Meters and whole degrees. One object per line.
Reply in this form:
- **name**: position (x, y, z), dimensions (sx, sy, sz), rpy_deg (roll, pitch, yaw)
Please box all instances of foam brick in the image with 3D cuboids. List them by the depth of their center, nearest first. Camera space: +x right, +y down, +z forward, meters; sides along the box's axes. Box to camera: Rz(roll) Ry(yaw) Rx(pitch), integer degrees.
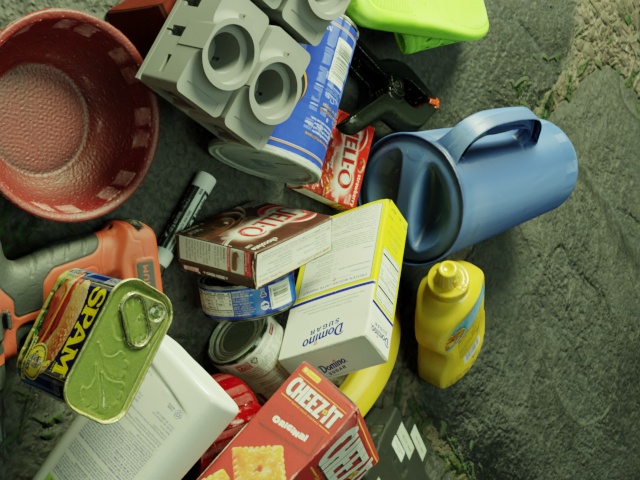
- **foam brick**: position (-0.126, -0.178, 0.877), dimensions (0.051, 0.078, 0.053), rpy_deg (-43, 122, -32)

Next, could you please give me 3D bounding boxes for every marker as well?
- **marker**: position (-0.126, -0.006, 0.928), dimensions (0.020, 0.020, 0.121), rpy_deg (41, 66, -36)

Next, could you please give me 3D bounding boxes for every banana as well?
- **banana**: position (0.031, 0.142, 1.070), dimensions (0.197, 0.037, 0.069), rpy_deg (-43, 116, -32)

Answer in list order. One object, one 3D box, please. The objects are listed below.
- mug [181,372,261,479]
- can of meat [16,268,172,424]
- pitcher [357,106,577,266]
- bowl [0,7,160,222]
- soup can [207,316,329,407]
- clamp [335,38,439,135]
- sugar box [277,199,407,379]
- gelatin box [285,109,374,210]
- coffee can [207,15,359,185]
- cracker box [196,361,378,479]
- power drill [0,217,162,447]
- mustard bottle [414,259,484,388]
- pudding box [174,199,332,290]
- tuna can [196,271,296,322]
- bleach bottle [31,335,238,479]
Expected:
- **mug**: position (-0.096, 0.158, 0.909), dimensions (0.081, 0.117, 0.093), rpy_deg (-14, 79, -46)
- **can of meat**: position (-0.167, 0.073, 0.778), dimensions (0.057, 0.084, 0.102), rpy_deg (36, 73, -39)
- **pitcher**: position (0.169, -0.068, 1.113), dimensions (0.242, 0.149, 0.145), rpy_deg (-17, 104, -44)
- **bowl**: position (-0.206, -0.095, 0.824), dimensions (0.161, 0.055, 0.162), rpy_deg (-3, 94, -42)
- **soup can**: position (-0.047, 0.114, 0.977), dimensions (0.102, 0.069, 0.068), rpy_deg (48, 62, -33)
- **clamp**: position (0.061, -0.140, 1.058), dimensions (0.171, 0.039, 0.120), rpy_deg (20, 63, -43)
- **sugar box**: position (0.024, 0.045, 0.974), dimensions (0.048, 0.093, 0.176), rpy_deg (50, 35, -34)
- **gelatin box**: position (0.011, -0.082, 1.040), dimensions (0.073, 0.030, 0.089), rpy_deg (23, 78, -41)
- **coffee can**: position (-0.032, -0.132, 0.948), dimensions (0.102, 0.103, 0.140), rpy_deg (24, 77, -41)
- **cracker box**: position (-0.048, 0.225, 0.904), dimensions (0.213, 0.072, 0.164), rpy_deg (-46, 156, -13)
- **power drill**: position (-0.212, 0.064, 0.830), dimensions (0.187, 0.057, 0.184), rpy_deg (-14, 106, -42)
- **mustard bottle**: position (0.132, 0.074, 1.085), dimensions (0.096, 0.058, 0.191), rpy_deg (-53, 157, -20)
- **pudding box**: position (-0.056, 0.001, 0.932), dimensions (0.113, 0.090, 0.039), rpy_deg (-29, 123, -48)
- **tuna can**: position (-0.065, 0.043, 0.944), dimensions (0.085, 0.086, 0.034), rpy_deg (-20, 108, -40)
- **bleach bottle**: position (-0.182, 0.192, 0.828), dimensions (0.251, 0.103, 0.068), rpy_deg (-48, 153, -2)
